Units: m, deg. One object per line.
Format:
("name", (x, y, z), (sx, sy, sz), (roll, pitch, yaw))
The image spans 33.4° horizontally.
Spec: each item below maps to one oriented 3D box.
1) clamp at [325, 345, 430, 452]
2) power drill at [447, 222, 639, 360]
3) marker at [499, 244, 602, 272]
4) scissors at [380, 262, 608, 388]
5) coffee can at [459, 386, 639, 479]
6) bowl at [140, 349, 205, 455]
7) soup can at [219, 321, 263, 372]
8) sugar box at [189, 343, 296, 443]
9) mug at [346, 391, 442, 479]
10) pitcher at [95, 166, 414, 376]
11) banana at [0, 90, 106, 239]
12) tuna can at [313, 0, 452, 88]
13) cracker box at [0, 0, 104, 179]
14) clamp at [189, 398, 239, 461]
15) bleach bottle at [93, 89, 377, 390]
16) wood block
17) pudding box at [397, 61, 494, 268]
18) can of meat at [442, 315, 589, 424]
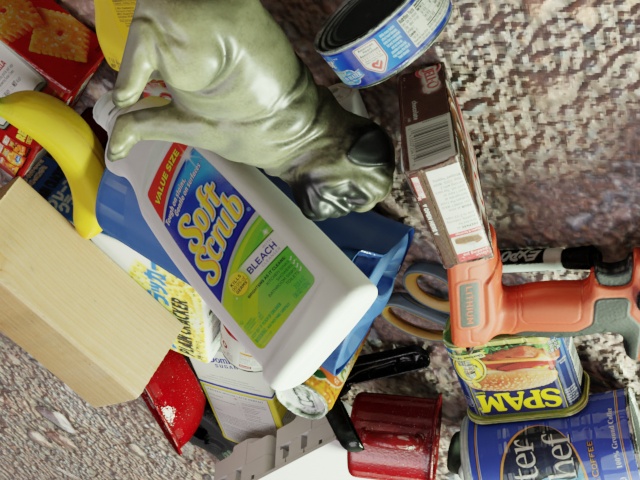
("clamp", (0.009, 0.139, 1.000), (0.172, 0.120, 0.039), (-1, 126, 42))
("power drill", (0.184, 0.022, 0.745), (0.188, 0.057, 0.184), (4, 131, 13))
("marker", (0.158, 0.015, 0.820), (0.121, 0.020, 0.020), (-4, 132, 39))
("scissors", (0.147, 0.069, 0.897), (0.202, 0.016, 0.096), (13, 137, 16))
("coffee can", (0.197, 0.184, 0.886), (0.140, 0.102, 0.102), (-14, 129, 19))
("bowl", (-0.171, 0.151, 1.158), (0.162, 0.055, 0.162), (54, 164, 23))
("soup can", (-0.060, 0.071, 1.005), (0.068, 0.068, 0.102), (24, 145, 10))
("sugar box", (-0.078, 0.158, 1.143), (0.093, 0.048, 0.176), (11, 137, 23))
("mug", (0.069, 0.187, 1.002), (0.081, 0.093, 0.117), (5, 175, 10))
("pitcher", (-0.056, 0.001, 0.877), (0.243, 0.144, 0.149), (28, 121, 11))
("banana", (-0.206, -0.064, 0.871), (0.070, 0.037, 0.197), (1, 147, 19))
("tuna can", (0.039, -0.135, 0.668), (0.086, 0.086, 0.033), (-14, 126, 45))
("cracker box", (-0.298, -0.169, 0.886), (0.213, 0.072, 0.164), (38, 144, -9))
("clamp", (-0.109, 0.235, 1.265), (0.210, 0.036, 0.165), (43, 144, -15))
("bleach bottle", (-0.080, -0.014, 0.772), (0.251, 0.068, 0.103), (44, 104, 17))
("wood block", (-0.239, 0.052, 0.974), (0.206, 0.090, 0.090), (45, 144, -21))
("pudding box", (0.083, -0.051, 0.714), (0.039, 0.113, 0.090), (-15, 129, 16))
("can of meat", (0.158, 0.097, 0.867), (0.102, 0.057, 0.084), (-10, 120, 25))
